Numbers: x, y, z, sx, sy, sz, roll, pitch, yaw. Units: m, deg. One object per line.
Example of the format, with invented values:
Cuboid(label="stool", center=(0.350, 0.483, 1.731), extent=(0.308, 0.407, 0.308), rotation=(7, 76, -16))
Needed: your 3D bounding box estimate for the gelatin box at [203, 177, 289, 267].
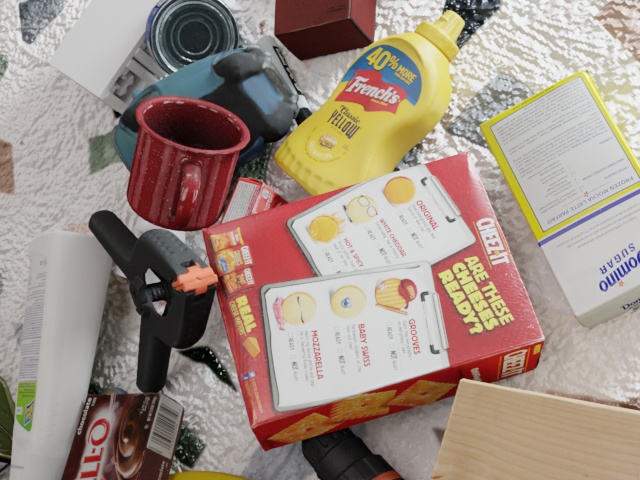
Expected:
Cuboid(label="gelatin box", center=(-0.056, 0.001, 0.895), extent=(0.030, 0.073, 0.089), rotation=(16, 78, 31))

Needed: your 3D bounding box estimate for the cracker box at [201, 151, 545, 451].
Cuboid(label="cracker box", center=(0.035, 0.045, 0.794), extent=(0.213, 0.072, 0.164), rotation=(-16, 63, -2))

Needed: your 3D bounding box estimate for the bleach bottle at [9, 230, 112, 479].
Cuboid(label="bleach bottle", center=(-0.237, 0.122, 0.946), extent=(0.103, 0.068, 0.251), rotation=(-17, 65, 61))

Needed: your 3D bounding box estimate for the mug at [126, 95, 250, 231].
Cuboid(label="mug", center=(-0.110, -0.054, 0.862), extent=(0.117, 0.093, 0.082), rotation=(-107, 30, -54))

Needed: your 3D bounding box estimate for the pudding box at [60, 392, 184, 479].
Cuboid(label="pudding box", center=(-0.165, 0.182, 0.868), extent=(0.090, 0.039, 0.113), rotation=(-7, 57, 35))

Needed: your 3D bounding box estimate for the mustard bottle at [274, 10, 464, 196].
Cuboid(label="mustard bottle", center=(0.052, -0.113, 0.891), extent=(0.191, 0.058, 0.096), rotation=(-50, 51, 2))

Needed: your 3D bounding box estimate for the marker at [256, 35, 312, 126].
Cuboid(label="marker", center=(-0.029, -0.139, 0.968), extent=(0.020, 0.020, 0.121), rotation=(-34, 59, 13))

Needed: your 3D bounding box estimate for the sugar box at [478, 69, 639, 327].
Cuboid(label="sugar box", center=(0.196, -0.032, 0.790), extent=(0.093, 0.048, 0.176), rotation=(-29, 63, 16))

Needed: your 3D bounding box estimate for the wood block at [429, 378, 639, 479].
Cuboid(label="wood block", center=(0.176, 0.153, 0.659), extent=(0.207, 0.090, 0.091), rotation=(2, 70, 53))

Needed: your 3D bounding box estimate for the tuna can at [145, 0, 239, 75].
Cuboid(label="tuna can", center=(-0.119, -0.191, 0.995), extent=(0.086, 0.086, 0.034), rotation=(-50, 21, 3))

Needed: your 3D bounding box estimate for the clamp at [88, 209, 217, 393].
Cuboid(label="clamp", center=(-0.135, 0.033, 0.850), extent=(0.210, 0.036, 0.164), rotation=(-33, 77, 62))

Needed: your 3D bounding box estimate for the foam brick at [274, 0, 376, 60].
Cuboid(label="foam brick", center=(0.004, -0.201, 0.956), extent=(0.078, 0.051, 0.053), rotation=(-6, 69, 27))
